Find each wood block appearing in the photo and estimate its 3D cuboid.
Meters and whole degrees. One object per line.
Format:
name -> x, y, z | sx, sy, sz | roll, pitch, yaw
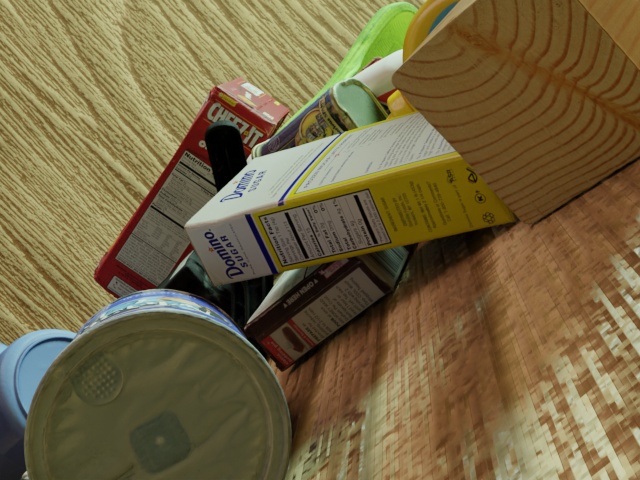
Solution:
wood block -> 0.130, -0.113, 0.500 | 0.090, 0.091, 0.205 | -37, 9, 44

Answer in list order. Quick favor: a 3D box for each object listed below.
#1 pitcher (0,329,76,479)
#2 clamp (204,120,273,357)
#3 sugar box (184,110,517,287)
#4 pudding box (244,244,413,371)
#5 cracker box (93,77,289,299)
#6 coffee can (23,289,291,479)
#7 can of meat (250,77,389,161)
pitcher -> -0.253, 0.159, 0.827 | 0.243, 0.149, 0.144 | -40, 9, 35
clamp -> -0.055, 0.001, 0.796 | 0.036, 0.164, 0.210 | -7, -1, 1
sugar box -> 0.025, -0.028, 0.559 | 0.177, 0.048, 0.093 | -15, 21, 32
pudding box -> 0.012, 0.017, 0.632 | 0.090, 0.039, 0.113 | -40, 6, 28
cracker box -> -0.120, -0.048, 1.012 | 0.214, 0.072, 0.164 | -56, 5, 11
coffee can -> -0.072, 0.077, 0.479 | 0.103, 0.103, 0.140 | -45, 6, -5
can of meat -> 0.016, -0.050, 0.744 | 0.084, 0.102, 0.057 | -37, -2, 32
